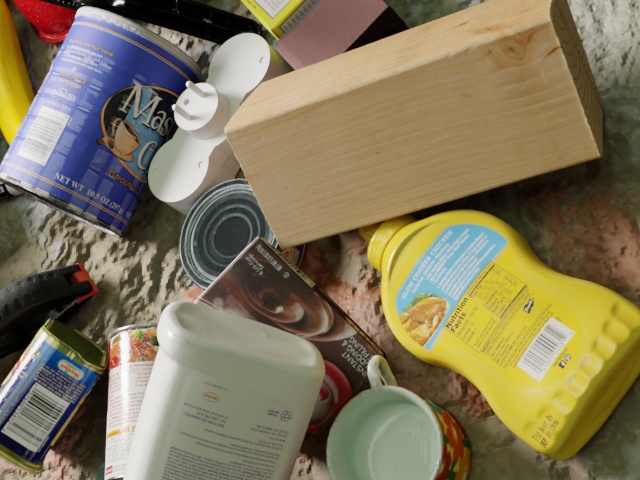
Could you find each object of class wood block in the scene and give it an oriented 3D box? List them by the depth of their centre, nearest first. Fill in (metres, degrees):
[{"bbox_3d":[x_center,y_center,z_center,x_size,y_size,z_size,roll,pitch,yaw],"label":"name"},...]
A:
[{"bbox_3d":[0.059,-0.076,0.658,0.206,0.091,0.090,-17,22,23],"label":"wood block"}]

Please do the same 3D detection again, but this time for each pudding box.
[{"bbox_3d":[-0.028,0.066,0.671,0.113,0.039,0.090,44,95,4],"label":"pudding box"}]

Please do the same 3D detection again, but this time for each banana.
[{"bbox_3d":[-0.260,-0.132,0.892,0.037,0.070,0.198,-16,64,-14],"label":"banana"}]

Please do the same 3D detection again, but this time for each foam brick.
[{"bbox_3d":[0.018,-0.138,0.746,0.078,0.053,0.051,-46,56,7],"label":"foam brick"}]

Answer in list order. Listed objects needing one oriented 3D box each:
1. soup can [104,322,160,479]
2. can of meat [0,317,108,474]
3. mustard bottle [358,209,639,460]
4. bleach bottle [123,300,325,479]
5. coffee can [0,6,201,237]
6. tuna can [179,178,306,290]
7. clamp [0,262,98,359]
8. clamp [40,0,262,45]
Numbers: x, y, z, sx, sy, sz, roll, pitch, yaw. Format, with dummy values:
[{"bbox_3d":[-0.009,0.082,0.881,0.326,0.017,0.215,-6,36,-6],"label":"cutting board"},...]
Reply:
[{"bbox_3d":[-0.108,0.113,0.707,0.069,0.068,0.102,-13,66,24],"label":"soup can"},{"bbox_3d":[-0.192,0.104,0.741,0.057,0.102,0.084,36,86,-9],"label":"can of meat"},{"bbox_3d":[0.093,0.036,0.631,0.192,0.058,0.096,37,93,34],"label":"mustard bottle"},{"bbox_3d":[-0.083,0.169,0.635,0.102,0.068,0.251,18,102,-9],"label":"bleach bottle"},{"bbox_3d":[-0.164,-0.087,0.796,0.103,0.102,0.140,20,82,33],"label":"coffee can"},{"bbox_3d":[-0.055,0.001,0.742,0.086,0.033,0.086,-11,66,25],"label":"tuna can"},{"bbox_3d":[-0.244,0.067,0.768,0.171,0.120,0.039,-36,80,-9],"label":"clamp"},{"bbox_3d":[-0.156,-0.185,0.799,0.210,0.164,0.036,15,87,36],"label":"clamp"}]
